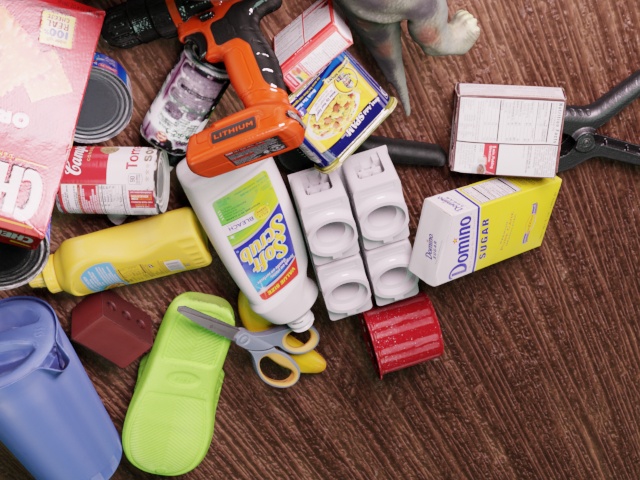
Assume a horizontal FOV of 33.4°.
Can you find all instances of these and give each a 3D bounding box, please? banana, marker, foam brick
[{"bbox_3d":[-0.052,0.101,1.255,0.069,0.037,0.197,-19,130,5],"label":"banana"},{"bbox_3d":[-0.178,-0.061,1.107,0.020,0.020,0.121,33,117,-32],"label":"marker"},{"bbox_3d":[-0.236,0.098,1.206,0.051,0.053,0.078,-38,127,19],"label":"foam brick"}]

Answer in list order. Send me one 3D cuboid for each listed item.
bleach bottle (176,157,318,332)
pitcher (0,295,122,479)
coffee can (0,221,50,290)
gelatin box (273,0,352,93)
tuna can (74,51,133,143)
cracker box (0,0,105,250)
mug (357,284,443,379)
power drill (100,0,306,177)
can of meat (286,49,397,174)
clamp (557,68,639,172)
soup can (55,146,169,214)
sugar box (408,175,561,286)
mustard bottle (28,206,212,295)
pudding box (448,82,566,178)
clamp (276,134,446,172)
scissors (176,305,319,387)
[{"bbox_3d":[-0.057,0.001,1.139,0.102,0.068,0.250,-31,128,-5],"label":"bleach bottle"},{"bbox_3d":[-0.327,0.186,1.222,0.145,0.149,0.243,-26,134,-9],"label":"pitcher"},{"bbox_3d":[-0.309,-0.036,1.022,0.102,0.140,0.103,-6,130,-7],"label":"coffee can"},{"bbox_3d":[-0.008,-0.186,0.992,0.073,0.089,0.030,-38,117,19],"label":"gelatin box"},{"bbox_3d":[-0.223,-0.138,1.025,0.086,0.034,0.086,-6,130,-7],"label":"tuna can"},{"bbox_3d":[-0.291,-0.118,0.912,0.164,0.213,0.072,16,165,-18],"label":"cracker box"},{"bbox_3d":[0.092,0.097,1.257,0.081,0.093,0.117,-16,94,-4],"label":"mug"},{"bbox_3d":[-0.099,-0.155,0.946,0.184,0.188,0.057,-18,165,13],"label":"power drill"},{"bbox_3d":[0.008,-0.129,1.024,0.102,0.057,0.084,-47,112,-3],"label":"can of meat"},{"bbox_3d":[0.288,-0.109,1.148,0.171,0.039,0.120,-18,121,11],"label":"clamp"},{"bbox_3d":[-0.206,-0.060,1.058,0.102,0.068,0.068,1,130,3],"label":"soup can"},{"bbox_3d":[0.178,-0.018,1.146,0.175,0.048,0.093,-21,134,-37],"label":"sugar box"},{"bbox_3d":[-0.217,0.018,1.132,0.191,0.058,0.096,-15,162,2],"label":"mustard bottle"},{"bbox_3d":[0.192,-0.113,1.103,0.113,0.039,0.090,3,118,2],"label":"pudding box"},{"bbox_3d":[0.010,-0.084,1.115,0.209,0.036,0.165,30,117,-35],"label":"clamp"},{"bbox_3d":[-0.071,0.100,1.211,0.096,0.016,0.201,-42,131,-3],"label":"scissors"}]
